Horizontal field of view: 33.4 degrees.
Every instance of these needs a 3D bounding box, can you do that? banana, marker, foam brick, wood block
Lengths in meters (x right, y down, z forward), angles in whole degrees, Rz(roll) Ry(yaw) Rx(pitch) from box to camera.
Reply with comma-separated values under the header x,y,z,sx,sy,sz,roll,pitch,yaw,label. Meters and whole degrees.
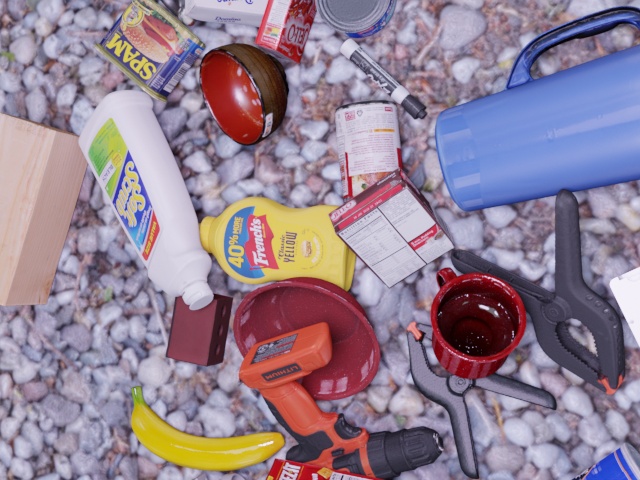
x,y,z,sx,sy,sz,roll,pitch,yaw,label
-0.138,0.224,1.202,0.198,0.037,0.069,15,95,17,banana
0.069,-0.174,1.161,0.121,0.020,0.020,44,100,13,marker
-0.135,0.097,1.197,0.051,0.053,0.078,10,92,17,foam brick
-0.351,-0.036,1.246,0.090,0.090,0.206,18,94,17,wood block

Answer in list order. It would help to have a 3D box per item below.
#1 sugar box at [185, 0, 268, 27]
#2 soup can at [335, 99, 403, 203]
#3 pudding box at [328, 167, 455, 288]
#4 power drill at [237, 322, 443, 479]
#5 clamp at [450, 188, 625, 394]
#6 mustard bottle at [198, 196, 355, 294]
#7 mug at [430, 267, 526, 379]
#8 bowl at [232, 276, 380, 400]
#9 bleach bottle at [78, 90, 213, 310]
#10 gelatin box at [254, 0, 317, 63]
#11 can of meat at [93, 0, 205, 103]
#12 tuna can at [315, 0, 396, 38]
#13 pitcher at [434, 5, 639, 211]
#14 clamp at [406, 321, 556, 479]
x,y,z,sx,sy,sz,roll,pitch,yaw,label
-0.102,-0.327,1.171,0.093,0.048,0.176,3,82,-22,sugar box
0.053,-0.093,1.138,0.069,0.068,0.102,-7,86,16,soup can
0.076,-0.011,1.108,0.090,0.113,0.039,-32,39,14,pudding box
0.014,0.179,1.107,0.185,0.057,0.187,-20,111,22,power drill
0.232,0.064,1.077,0.165,0.036,0.210,-24,98,46,clamp
-0.058,0.001,1.173,0.192,0.058,0.096,7,97,17,mustard bottle
0.149,0.081,1.075,0.093,0.081,0.117,-27,68,-10,mug
-0.009,0.093,1.135,0.162,0.055,0.162,10,128,13,bowl
-0.180,-0.039,1.176,0.103,0.067,0.251,-47,63,36,bleach bottle
-0.035,-0.236,1.157,0.030,0.089,0.073,20,94,15,gelatin box
-0.193,-0.222,1.223,0.102,0.057,0.084,41,97,13,can of meat
0.039,-0.266,1.165,0.086,0.033,0.086,-1,88,17,tuna can
0.240,-0.117,1.054,0.243,0.145,0.149,-14,44,19,pitcher
0.145,0.160,1.114,0.172,0.039,0.120,39,83,20,clamp
